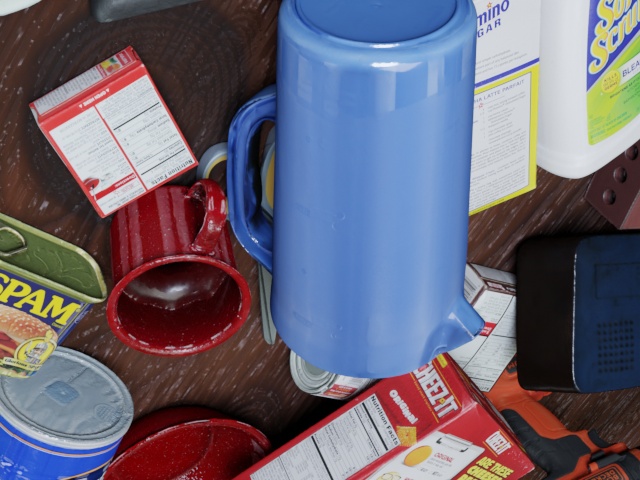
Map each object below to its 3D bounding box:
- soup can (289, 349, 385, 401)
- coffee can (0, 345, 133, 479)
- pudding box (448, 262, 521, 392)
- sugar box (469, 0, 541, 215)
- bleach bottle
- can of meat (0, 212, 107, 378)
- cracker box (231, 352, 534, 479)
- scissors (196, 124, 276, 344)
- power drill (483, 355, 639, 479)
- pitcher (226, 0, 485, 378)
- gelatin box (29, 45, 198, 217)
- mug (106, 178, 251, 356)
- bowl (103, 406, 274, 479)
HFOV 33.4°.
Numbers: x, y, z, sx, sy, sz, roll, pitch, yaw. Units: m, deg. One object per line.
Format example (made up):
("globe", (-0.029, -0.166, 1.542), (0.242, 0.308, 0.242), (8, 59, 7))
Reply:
("soup can", (0.034, 0.100, 0.875), (0.102, 0.068, 0.069), (17, 116, -37))
("coffee can", (-0.206, 0.160, 0.760), (0.102, 0.103, 0.140), (10, 119, -35))
("pudding box", (0.137, 0.079, 0.937), (0.089, 0.039, 0.114), (12, 120, -37))
("sugar box", (0.098, -0.096, 0.717), (0.093, 0.048, 0.176), (-22, 133, -14))
("bleach bottle", (0.174, -0.166, 0.705), (0.102, 0.068, 0.251), (-34, 135, -18))
("can of meat", (-0.206, 0.037, 0.696), (0.102, 0.057, 0.084), (28, 111, -41))
("cracker box", (0.048, 0.191, 0.866), (0.214, 0.072, 0.164), (-35, 142, 6))
("scissors", (-0.055, 0.001, 0.780), (0.096, 0.016, 0.202), (-1, 125, -27))
("power drill", (0.238, 0.169, 0.963), (0.184, 0.188, 0.057), (-20, 131, -12))
("pitcher", (0.022, -0.043, 0.652), (0.149, 0.145, 0.243), (-9, 134, -9))
("gelatin box", (-0.129, -0.067, 0.674), (0.073, 0.030, 0.089), (-31, 135, -6))
("mug", (-0.093, 0.009, 0.706), (0.093, 0.081, 0.117), (12, 128, -25))
("bowl", (-0.120, 0.187, 0.866), (0.162, 0.055, 0.162), (-15, 131, -18))
